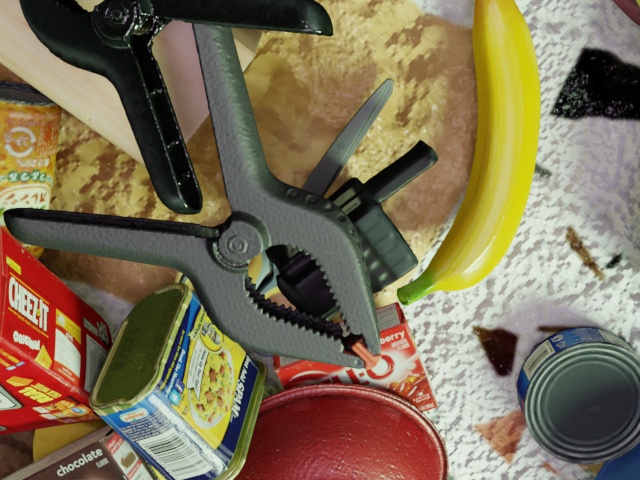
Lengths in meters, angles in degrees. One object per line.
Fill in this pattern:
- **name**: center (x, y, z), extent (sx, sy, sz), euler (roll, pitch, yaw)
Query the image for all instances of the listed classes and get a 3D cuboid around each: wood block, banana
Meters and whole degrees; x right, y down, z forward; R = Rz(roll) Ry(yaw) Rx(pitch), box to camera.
- **wood block**: center (-0.142, -0.138, 0.593), extent (0.206, 0.091, 0.090), euler (36, 104, -11)
- **banana**: center (0.101, -0.051, 0.640), extent (0.069, 0.037, 0.198), euler (3, 105, -41)

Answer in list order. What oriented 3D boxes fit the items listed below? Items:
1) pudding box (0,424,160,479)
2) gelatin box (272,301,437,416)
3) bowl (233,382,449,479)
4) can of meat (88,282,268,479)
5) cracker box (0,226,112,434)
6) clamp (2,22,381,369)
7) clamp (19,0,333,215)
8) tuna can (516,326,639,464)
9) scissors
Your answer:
- **pudding box**: center (-0.148, 0.173, 0.653), extent (0.113, 0.039, 0.090), euler (-30, 100, 14)
- **gelatin box**: center (0.022, 0.088, 0.686), extent (0.089, 0.030, 0.073), euler (-20, 120, 5)
- **bowl**: center (0.006, 0.169, 0.685), extent (0.162, 0.055, 0.162), euler (-2, 124, -3)
- **can of meat**: center (-0.084, 0.088, 0.644), extent (0.058, 0.102, 0.084), euler (-21, 123, 28)
- **cracker box**: center (-0.246, 0.066, 0.610), extent (0.214, 0.164, 0.072), euler (-9, 66, 8)
- **clamp**: center (-0.054, 0.001, 0.571), extent (0.165, 0.036, 0.210), euler (-39, 102, 13)
- **clamp**: center (-0.091, -0.096, 0.514), extent (0.171, 0.039, 0.120), euler (32, 97, 12)
- **tuna can**: center (0.173, 0.101, 0.698), extent (0.086, 0.034, 0.086), euler (0, 107, -1)
- **scissors**: center (-0.004, -0.002, 0.674), extent (0.202, 0.016, 0.096), euler (-39, 105, 11)
